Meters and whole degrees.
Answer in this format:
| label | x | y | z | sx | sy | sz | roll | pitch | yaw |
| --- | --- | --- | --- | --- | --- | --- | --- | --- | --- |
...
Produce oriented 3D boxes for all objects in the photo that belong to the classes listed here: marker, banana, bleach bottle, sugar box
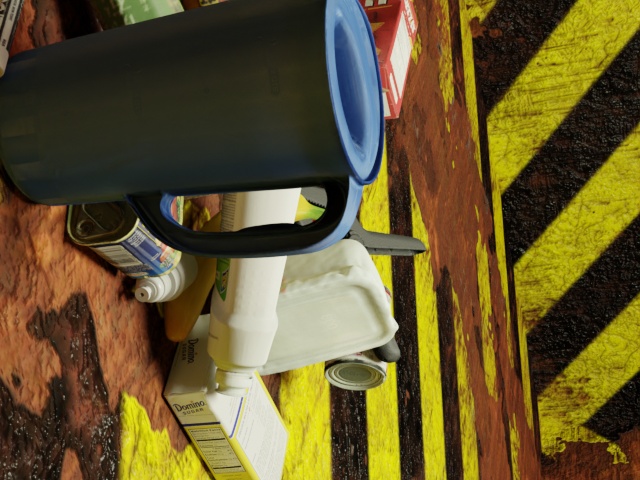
| label | x | y | z | sx | sy | sz | roll | pitch | yaw |
| --- | --- | --- | --- | --- | --- | --- | --- | --- | --- |
| marker | -0.207 | -0.159 | 0.712 | 0.020 | 0.020 | 0.121 | 60 | 29 | -53 |
| banana | -0.077 | 0.007 | 0.938 | 0.197 | 0.070 | 0.037 | -40 | 159 | -27 |
| bleach bottle | -0.056 | 0.001 | 0.880 | 0.103 | 0.068 | 0.251 | -161 | -100 | -77 |
| sugar box | -0.081 | 0.157 | 0.962 | 0.093 | 0.048 | 0.176 | -78 | 151 | -47 |

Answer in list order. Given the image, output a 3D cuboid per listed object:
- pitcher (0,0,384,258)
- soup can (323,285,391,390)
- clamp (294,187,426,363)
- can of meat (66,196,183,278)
| label | x | y | z | sx | sy | sz | roll | pitch | yaw |
| --- | --- | --- | --- | --- | --- | --- | --- | --- | --- |
| pitcher | -0.084 | -0.078 | 0.697 | 0.149 | 0.243 | 0.145 | -75 | 153 | -50 |
| soup can | 0.040 | 0.101 | 1.144 | 0.068 | 0.069 | 0.102 | 61 | 29 | -52 |
| clamp | 0.031 | 0.005 | 1.110 | 0.210 | 0.036 | 0.164 | 46 | 42 | -19 |
| can of meat | -0.144 | -0.030 | 0.808 | 0.084 | 0.057 | 0.102 | 53 | 34 | -63 |
